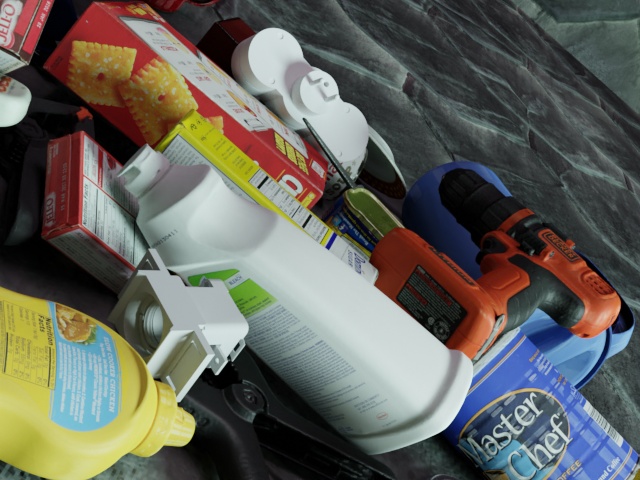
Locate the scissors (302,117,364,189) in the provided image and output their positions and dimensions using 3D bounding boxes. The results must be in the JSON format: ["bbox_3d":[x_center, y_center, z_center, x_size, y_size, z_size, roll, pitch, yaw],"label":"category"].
[{"bbox_3d":[0.042,-0.019,0.916,0.201,0.016,0.096,44,24,-50],"label":"scissors"}]

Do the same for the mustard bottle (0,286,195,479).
[{"bbox_3d":[-0.145,0.071,0.538,0.191,0.058,0.096,26,31,-34],"label":"mustard bottle"}]

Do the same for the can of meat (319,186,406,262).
[{"bbox_3d":[0.031,0.019,0.863,0.102,0.084,0.057,47,24,10],"label":"can of meat"}]

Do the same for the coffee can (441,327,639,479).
[{"bbox_3d":[0.161,0.149,0.828,0.140,0.103,0.102,47,24,8],"label":"coffee can"}]

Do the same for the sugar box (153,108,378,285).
[{"bbox_3d":[-0.055,0.001,0.750,0.176,0.093,0.048,41,24,-7],"label":"sugar box"}]

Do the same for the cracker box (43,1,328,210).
[{"bbox_3d":[-0.096,-0.095,0.841,0.213,0.072,0.164,41,11,-6],"label":"cracker box"}]

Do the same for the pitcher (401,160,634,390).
[{"bbox_3d":[0.171,0.032,1.000,0.149,0.145,0.243,38,19,-37],"label":"pitcher"}]

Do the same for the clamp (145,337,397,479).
[{"bbox_3d":[-0.053,0.111,0.639,0.210,0.036,0.164,44,23,6],"label":"clamp"}]

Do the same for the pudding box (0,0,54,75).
[{"bbox_3d":[-0.211,-0.152,0.699,0.039,0.114,0.090,28,71,-31],"label":"pudding box"}]

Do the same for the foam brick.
[{"bbox_3d":[-0.090,-0.157,0.975,0.051,0.078,0.053,45,26,3],"label":"foam brick"}]

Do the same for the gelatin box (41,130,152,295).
[{"bbox_3d":[-0.138,-0.015,0.672,0.089,0.030,0.073,47,30,-51],"label":"gelatin box"}]

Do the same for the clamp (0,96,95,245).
[{"bbox_3d":[-0.192,-0.052,0.692,0.120,0.039,0.171,48,28,9],"label":"clamp"}]

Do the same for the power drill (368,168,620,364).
[{"bbox_3d":[0.121,0.015,0.812,0.187,0.057,0.185,-14,50,-47],"label":"power drill"}]

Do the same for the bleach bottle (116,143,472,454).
[{"bbox_3d":[-0.023,0.031,0.679,0.250,0.103,0.068,44,47,-14],"label":"bleach bottle"}]
